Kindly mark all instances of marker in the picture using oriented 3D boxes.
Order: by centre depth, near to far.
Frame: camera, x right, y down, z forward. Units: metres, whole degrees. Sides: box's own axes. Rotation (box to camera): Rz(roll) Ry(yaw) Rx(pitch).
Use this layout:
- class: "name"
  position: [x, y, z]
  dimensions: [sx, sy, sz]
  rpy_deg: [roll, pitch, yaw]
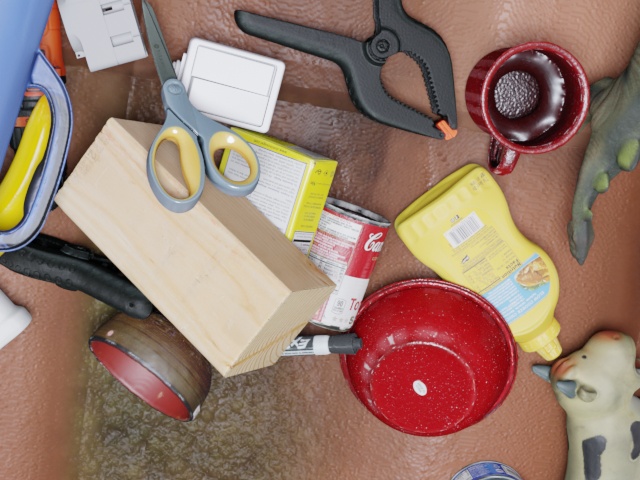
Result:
- class: "marker"
  position: [-0.021, 0.093, 0.945]
  dimensions: [0.121, 0.020, 0.020]
  rpy_deg: [-4, 103, 20]

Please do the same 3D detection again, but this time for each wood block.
- class: "wood block"
  position: [-0.101, 0.003, 0.854]
  dimensions: [0.206, 0.090, 0.090]
  rpy_deg: [43, 106, 17]

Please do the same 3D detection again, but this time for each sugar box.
- class: "sugar box"
  position: [-0.056, 0.001, 0.913]
  dimensions: [0.093, 0.048, 0.176]
  rpy_deg: [24, 103, 30]

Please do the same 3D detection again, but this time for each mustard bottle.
- class: "mustard bottle"
  position: [0.158, 0.032, 0.958]
  dimensions: [0.096, 0.058, 0.191]
  rpy_deg: [-37, 103, 3]

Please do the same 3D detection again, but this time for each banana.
- class: "banana"
  position: [-0.262, -0.029, 0.850]
  dimensions: [0.198, 0.037, 0.069]
  rpy_deg: [-43, 113, 1]

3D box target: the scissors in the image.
- class: "scissors"
  position: [-0.096, -0.107, 0.840]
  dimensions: [0.096, 0.016, 0.202]
  rpy_deg: [6, 58, -16]

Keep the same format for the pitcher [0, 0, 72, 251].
- class: "pitcher"
  position: [-0.268, -0.114, 0.782]
  dimensions: [0.145, 0.149, 0.243]
  rpy_deg: [19, 87, 26]

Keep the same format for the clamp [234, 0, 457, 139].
- class: "clamp"
  position: [0.054, -0.177, 0.915]
  dimensions: [0.210, 0.036, 0.164]
  rpy_deg: [43, 92, -11]

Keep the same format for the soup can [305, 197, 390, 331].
- class: "soup can"
  position: [0.013, 0.020, 0.934]
  dimensions: [0.068, 0.068, 0.102]
  rpy_deg: [18, 99, -10]

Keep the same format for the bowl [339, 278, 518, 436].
- class: "bowl"
  position: [0.093, 0.117, 0.943]
  dimensions: [0.162, 0.055, 0.162]
  rpy_deg: [4, 114, 9]

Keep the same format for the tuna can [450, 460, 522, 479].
- class: "tuna can"
  position: [0.161, 0.256, 1.016]
  dimensions: [0.086, 0.034, 0.086]
  rpy_deg: [-1, 101, -7]

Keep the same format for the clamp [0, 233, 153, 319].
- class: "clamp"
  position: [-0.202, 0.026, 0.888]
  dimensions: [0.171, 0.120, 0.039]
  rpy_deg: [14, 92, -6]

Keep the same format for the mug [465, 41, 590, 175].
- class: "mug"
  position: [0.169, -0.113, 0.918]
  dimensions: [0.093, 0.081, 0.117]
  rpy_deg: [12, 99, -9]
